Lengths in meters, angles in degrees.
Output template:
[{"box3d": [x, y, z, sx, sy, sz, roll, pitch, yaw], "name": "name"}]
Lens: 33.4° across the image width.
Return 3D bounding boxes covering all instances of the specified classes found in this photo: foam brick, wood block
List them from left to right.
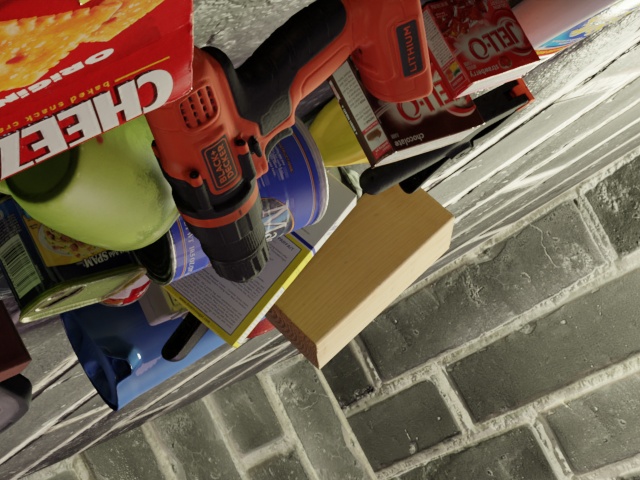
[{"box3d": [-0.305, 0.090, 0.963, 0.051, 0.078, 0.053, -24, 171, -32], "name": "foam brick"}, {"box3d": [0.040, 0.030, 1.163, 0.206, 0.091, 0.090, -42, 160, -15], "name": "wood block"}]

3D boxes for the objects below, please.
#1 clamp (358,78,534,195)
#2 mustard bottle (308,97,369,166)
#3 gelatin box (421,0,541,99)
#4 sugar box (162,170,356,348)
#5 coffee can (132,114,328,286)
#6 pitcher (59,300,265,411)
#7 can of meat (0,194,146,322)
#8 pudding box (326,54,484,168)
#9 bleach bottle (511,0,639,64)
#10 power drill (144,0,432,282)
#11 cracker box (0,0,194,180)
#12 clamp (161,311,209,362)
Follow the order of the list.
[{"box3d": [0.113, -0.090, 0.975, 0.172, 0.039, 0.120, -39, 173, 30], "name": "clamp"}, {"box3d": [0.067, -0.109, 1.013, 0.096, 0.058, 0.191, -37, 168, 24], "name": "mustard bottle"}, {"box3d": [0.125, -0.159, 0.851, 0.089, 0.073, 0.030, -21, 169, -36], "name": "gelatin box"}, {"box3d": [-0.056, 0.001, 0.970, 0.176, 0.093, 0.048, -49, 173, -7], "name": "sugar box"}, {"box3d": [-0.079, -0.037, 0.834, 0.140, 0.103, 0.103, -23, 170, -27], "name": "coffee can"}, {"box3d": [-0.162, 0.073, 1.194, 0.242, 0.149, 0.145, -28, 154, -24], "name": "pitcher"}, {"box3d": [-0.192, 0.005, 0.792, 0.058, 0.084, 0.101, -34, 169, 36], "name": "can of meat"}, {"box3d": [0.071, -0.116, 0.879, 0.113, 0.090, 0.039, -21, 169, -36], "name": "pudding box"}, {"box3d": [0.224, -0.206, 0.930, 0.251, 0.068, 0.102, -31, 171, 34], "name": "bleach bottle"}, {"box3d": [-0.015, -0.077, 0.666, 0.187, 0.057, 0.184, -38, 143, -19], "name": "power drill"}, {"box3d": [-0.138, -0.091, 0.448, 0.164, 0.072, 0.214, -26, 172, -11], "name": "cracker box"}, {"box3d": [-0.081, 0.026, 1.061, 0.209, 0.165, 0.036, -14, -152, -41], "name": "clamp"}]
